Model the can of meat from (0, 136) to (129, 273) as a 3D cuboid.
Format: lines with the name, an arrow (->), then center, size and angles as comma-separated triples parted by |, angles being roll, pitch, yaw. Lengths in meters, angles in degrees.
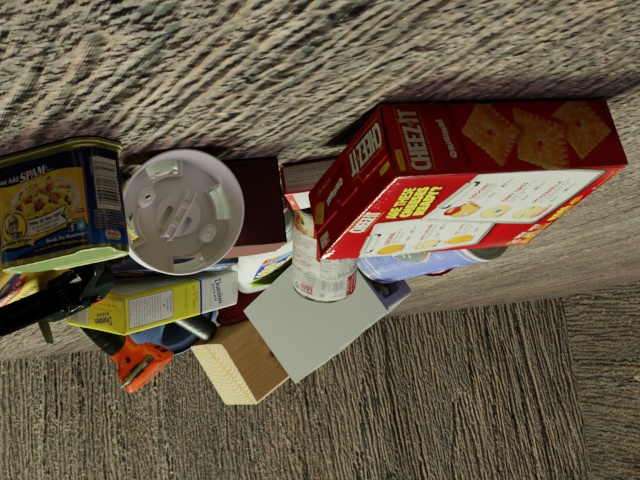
can of meat -> -0.195, -0.024, 0.799 | 0.102, 0.084, 0.057 | -12, 171, 23

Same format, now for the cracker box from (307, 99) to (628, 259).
cracker box -> 0.117, -0.051, 0.891 | 0.213, 0.072, 0.164 | -4, 158, -24

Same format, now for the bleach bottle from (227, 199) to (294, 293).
bleach bottle -> -0.058, 0.001, 1.185 | 0.102, 0.068, 0.251 | -20, 172, -6

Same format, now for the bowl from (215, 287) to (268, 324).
bowl -> -0.077, 0.042, 1.372 | 0.162, 0.055, 0.162 | -28, -169, 6

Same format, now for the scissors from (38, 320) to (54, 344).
scissors -> -0.310, 0.086, 1.223 | 0.016, 0.202, 0.096 | -46, 133, -1

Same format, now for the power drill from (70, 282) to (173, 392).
power drill -> -0.258, 0.089, 1.246 | 0.057, 0.187, 0.184 | -47, 179, 2

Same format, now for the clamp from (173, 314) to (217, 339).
clamp -> -0.230, 0.045, 1.278 | 0.165, 0.036, 0.209 | 37, -177, 37

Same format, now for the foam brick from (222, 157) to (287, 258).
foam brick -> -0.062, -0.028, 0.930 | 0.051, 0.078, 0.053 | -4, 171, -17

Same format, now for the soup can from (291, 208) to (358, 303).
soup can -> 0.006, 0.003, 1.067 | 0.068, 0.102, 0.068 | 2, -146, -2

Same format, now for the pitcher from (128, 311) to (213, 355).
pitcher -> -0.200, 0.089, 1.507 | 0.149, 0.145, 0.243 | 4, 176, -1

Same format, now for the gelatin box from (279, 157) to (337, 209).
gelatin box -> 0.011, -0.055, 0.985 | 0.089, 0.030, 0.073 | -10, 171, 4

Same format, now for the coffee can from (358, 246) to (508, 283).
coffee can -> 0.110, -0.018, 1.086 | 0.102, 0.103, 0.141 | -1, 170, -43

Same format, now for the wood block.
wood block -> -0.049, 0.113, 1.371 | 0.205, 0.091, 0.090 | -36, -168, -31

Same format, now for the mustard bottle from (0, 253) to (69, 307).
mustard bottle -> -0.297, 0.035, 0.956 | 0.096, 0.058, 0.191 | -37, 176, 10

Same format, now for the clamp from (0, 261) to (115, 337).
clamp -> -0.242, 0.053, 0.981 | 0.120, 0.039, 0.171 | -26, 173, -5

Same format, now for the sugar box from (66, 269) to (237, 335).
sugar box -> -0.180, 0.061, 1.164 | 0.093, 0.048, 0.175 | 7, -170, 37
